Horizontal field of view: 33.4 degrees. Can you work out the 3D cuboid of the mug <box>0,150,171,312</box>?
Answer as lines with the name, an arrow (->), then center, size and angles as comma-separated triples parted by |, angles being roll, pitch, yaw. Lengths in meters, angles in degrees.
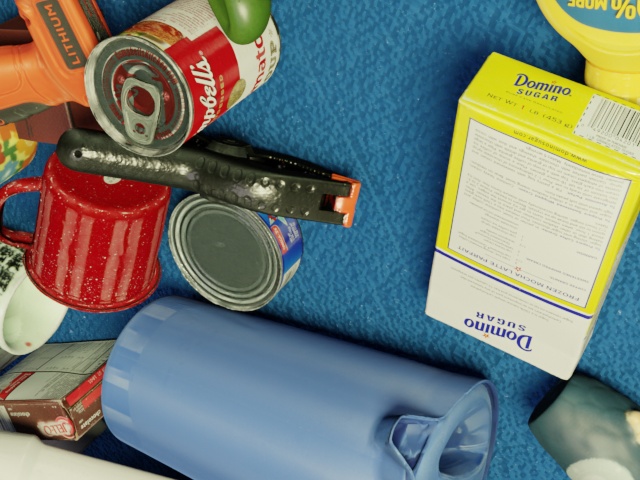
mug -> -0.155, -0.015, 0.698 | 0.117, 0.093, 0.082 | 8, 130, -14

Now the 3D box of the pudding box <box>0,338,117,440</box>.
pudding box -> -0.200, 0.114, 0.818 | 0.114, 0.089, 0.039 | -5, 113, 35

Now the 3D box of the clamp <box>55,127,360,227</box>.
clamp -> -0.061, -0.046, 0.643 | 0.171, 0.120, 0.039 | 15, 111, 0

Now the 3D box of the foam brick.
foam brick -> -0.168, -0.107, 0.686 | 0.053, 0.051, 0.078 | 10, 122, 28

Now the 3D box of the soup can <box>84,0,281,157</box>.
soup can -> -0.074, -0.098, 0.598 | 0.069, 0.102, 0.068 | 15, 124, 22

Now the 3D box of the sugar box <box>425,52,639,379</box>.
sugar box -> 0.110, -0.006, 0.551 | 0.093, 0.048, 0.176 | 25, 148, 17

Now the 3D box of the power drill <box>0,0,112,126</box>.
power drill -> -0.221, -0.112, 0.598 | 0.188, 0.057, 0.184 | -19, 127, 6

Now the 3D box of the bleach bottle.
bleach bottle -> -0.162, 0.193, 0.784 | 0.250, 0.068, 0.103 | 22, 150, -14

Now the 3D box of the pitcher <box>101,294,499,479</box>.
pitcher -> -0.015, 0.123, 0.694 | 0.243, 0.144, 0.149 | 17, 114, 27

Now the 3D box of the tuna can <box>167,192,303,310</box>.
tuna can -> -0.055, 0.001, 0.693 | 0.086, 0.033, 0.086 | 16, 125, 23
